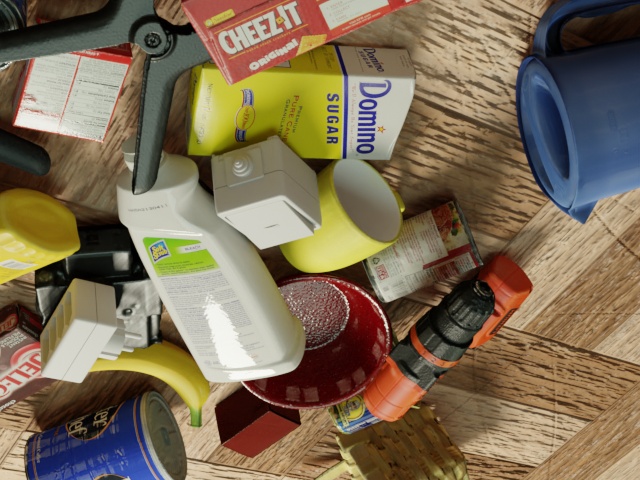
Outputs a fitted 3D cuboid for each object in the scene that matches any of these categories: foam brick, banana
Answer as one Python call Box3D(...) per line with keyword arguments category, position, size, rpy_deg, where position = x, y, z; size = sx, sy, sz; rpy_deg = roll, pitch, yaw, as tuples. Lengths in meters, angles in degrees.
Box3D(category="foam brick", position=(-0.069, 0.193, 1.169), size=(0.078, 0.053, 0.051), rpy_deg=(-37, 133, 23))
Box3D(category="banana", position=(-0.176, 0.128, 1.065), size=(0.197, 0.069, 0.037), rpy_deg=(32, 160, -38))

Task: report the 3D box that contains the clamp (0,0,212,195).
Box3D(category="clamp", position=(-0.131, -0.149, 0.757), size=(0.164, 0.036, 0.210), rpy_deg=(33, 106, -28))

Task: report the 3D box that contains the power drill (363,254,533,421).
Box3D(category="power drill", position=(0.134, 0.078, 1.025), size=(0.187, 0.057, 0.185), rpy_deg=(-28, 161, -51))

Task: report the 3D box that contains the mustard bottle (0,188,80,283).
Box3D(category="mustard bottle", position=(-0.304, 0.016, 0.898), size=(0.192, 0.058, 0.096), rpy_deg=(-22, 163, 23))

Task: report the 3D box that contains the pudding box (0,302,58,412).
Box3D(category="pudding box", position=(-0.307, 0.117, 1.033), size=(0.114, 0.039, 0.090), rpy_deg=(-28, 137, 14))

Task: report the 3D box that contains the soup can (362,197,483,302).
Box3D(category="soup can", position=(0.094, 0.010, 1.008), size=(0.102, 0.068, 0.068), rpy_deg=(-23, 137, 9))

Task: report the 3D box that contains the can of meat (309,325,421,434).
Box3D(category="can of meat", position=(0.045, 0.141, 1.109), size=(0.084, 0.102, 0.057), rpy_deg=(-26, 158, 16))

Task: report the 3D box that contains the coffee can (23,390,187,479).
Box3D(category="coffee can", position=(-0.225, 0.230, 1.128), size=(0.140, 0.103, 0.102), rpy_deg=(-20, 137, 7))

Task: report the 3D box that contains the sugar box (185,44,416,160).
Box3D(category="sugar box", position=(-0.017, -0.112, 0.864), size=(0.176, 0.048, 0.093), rpy_deg=(1, 137, -14))

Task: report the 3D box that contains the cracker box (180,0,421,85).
Box3D(category="cracker box", position=(-0.009, -0.208, 0.639), size=(0.164, 0.214, 0.072), rpy_deg=(-23, 135, 8))

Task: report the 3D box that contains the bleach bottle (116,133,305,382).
Box3D(category="bleach bottle", position=(-0.097, 0.014, 0.904), size=(0.103, 0.068, 0.251), rpy_deg=(-11, 129, 14))

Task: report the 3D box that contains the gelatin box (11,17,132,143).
Box3D(category="gelatin box", position=(-0.191, -0.121, 0.818), size=(0.073, 0.030, 0.089), rpy_deg=(8, 133, -25))

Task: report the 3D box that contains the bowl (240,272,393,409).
Box3D(category="bowl", position=(-0.012, 0.088, 1.054), size=(0.162, 0.055, 0.162), rpy_deg=(-3, 121, -5))

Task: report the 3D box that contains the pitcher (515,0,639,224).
Box3D(category="pitcher", position=(0.292, -0.125, 0.887), size=(0.242, 0.145, 0.149), rpy_deg=(-15, 150, -5))

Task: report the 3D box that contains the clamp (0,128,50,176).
Box3D(category="clamp", position=(-0.289, -0.089, 0.819), size=(0.120, 0.039, 0.171), rpy_deg=(-19, 137, 1))
